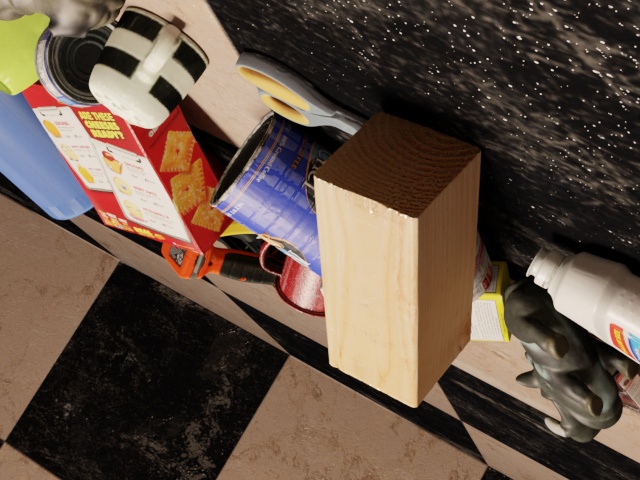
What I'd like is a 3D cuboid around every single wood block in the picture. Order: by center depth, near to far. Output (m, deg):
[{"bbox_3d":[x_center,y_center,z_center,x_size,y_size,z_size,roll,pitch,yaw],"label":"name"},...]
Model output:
[{"bbox_3d":[0.060,0.018,0.822,0.090,0.090,0.206,24,141,27],"label":"wood block"}]

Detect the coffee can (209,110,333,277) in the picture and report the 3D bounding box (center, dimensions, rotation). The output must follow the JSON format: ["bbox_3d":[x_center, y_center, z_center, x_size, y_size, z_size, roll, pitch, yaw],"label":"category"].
[{"bbox_3d":[-0.014,-0.036,0.968,0.140,0.102,0.103,34,169,-13],"label":"coffee can"}]

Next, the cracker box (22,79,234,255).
[{"bbox_3d":[-0.201,-0.095,1.131,0.164,0.072,0.213,16,144,37],"label":"cracker box"}]

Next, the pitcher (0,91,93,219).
[{"bbox_3d":[-0.340,-0.145,1.215,0.145,0.149,0.242,8,145,46],"label":"pitcher"}]

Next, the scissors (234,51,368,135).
[{"bbox_3d":[0.020,-0.091,0.859,0.202,0.016,0.096,31,171,2],"label":"scissors"}]

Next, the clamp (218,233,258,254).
[{"bbox_3d":[-0.144,-0.018,1.525,0.210,0.036,0.164,32,162,28],"label":"clamp"}]

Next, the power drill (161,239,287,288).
[{"bbox_3d":[-0.096,0.021,1.318,0.187,0.057,0.185,13,-170,-26],"label":"power drill"}]

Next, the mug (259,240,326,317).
[{"bbox_3d":[-0.009,0.022,1.183,0.117,0.082,0.093,15,-145,-2],"label":"mug"}]

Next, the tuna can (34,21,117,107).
[{"bbox_3d":[-0.215,-0.165,0.976,0.086,0.086,0.034,37,167,-28],"label":"tuna can"}]

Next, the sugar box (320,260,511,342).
[{"bbox_3d":[0.096,0.057,1.040,0.176,0.048,0.093,4,147,19],"label":"sugar box"}]
